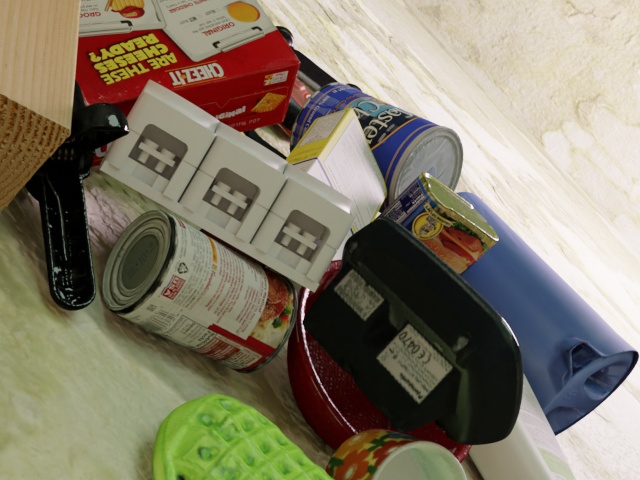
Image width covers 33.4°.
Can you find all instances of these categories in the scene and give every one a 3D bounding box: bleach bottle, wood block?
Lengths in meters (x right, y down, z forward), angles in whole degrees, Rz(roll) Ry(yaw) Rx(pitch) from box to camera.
[{"bbox_3d":[0.162,0.180,0.861,0.102,0.068,0.251,29,27,-42],"label":"bleach bottle"},{"bbox_3d":[-0.197,-0.124,0.607,0.090,0.090,0.206,27,38,-33],"label":"wood block"}]

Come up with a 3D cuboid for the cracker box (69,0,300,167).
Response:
[{"bbox_3d":[-0.139,-0.163,0.802,0.164,0.072,0.214,-17,57,-26],"label":"cracker box"}]

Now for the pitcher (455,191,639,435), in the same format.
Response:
[{"bbox_3d":[0.183,0.074,1.055,0.144,0.149,0.243,-2,45,-46],"label":"pitcher"}]

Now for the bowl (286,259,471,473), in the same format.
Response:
[{"bbox_3d":[0.031,0.095,0.729,0.162,0.055,0.162,28,40,-27],"label":"bowl"}]

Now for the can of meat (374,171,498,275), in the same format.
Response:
[{"bbox_3d":[0.100,-0.003,0.975,0.102,0.084,0.057,32,23,-33],"label":"can of meat"}]

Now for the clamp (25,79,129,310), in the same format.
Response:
[{"bbox_3d":[-0.147,-0.056,0.618,0.039,0.120,0.171,7,34,-33],"label":"clamp"}]

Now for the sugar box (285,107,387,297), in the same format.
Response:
[{"bbox_3d":[0.004,-0.035,0.899,0.093,0.048,0.176,65,29,-19],"label":"sugar box"}]

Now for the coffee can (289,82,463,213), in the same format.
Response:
[{"bbox_3d":[0.054,-0.085,1.047,0.140,0.103,0.102,29,6,36],"label":"coffee can"}]

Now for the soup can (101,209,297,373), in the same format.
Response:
[{"bbox_3d":[-0.073,0.032,0.652,0.102,0.069,0.068,31,23,-36],"label":"soup can"}]
